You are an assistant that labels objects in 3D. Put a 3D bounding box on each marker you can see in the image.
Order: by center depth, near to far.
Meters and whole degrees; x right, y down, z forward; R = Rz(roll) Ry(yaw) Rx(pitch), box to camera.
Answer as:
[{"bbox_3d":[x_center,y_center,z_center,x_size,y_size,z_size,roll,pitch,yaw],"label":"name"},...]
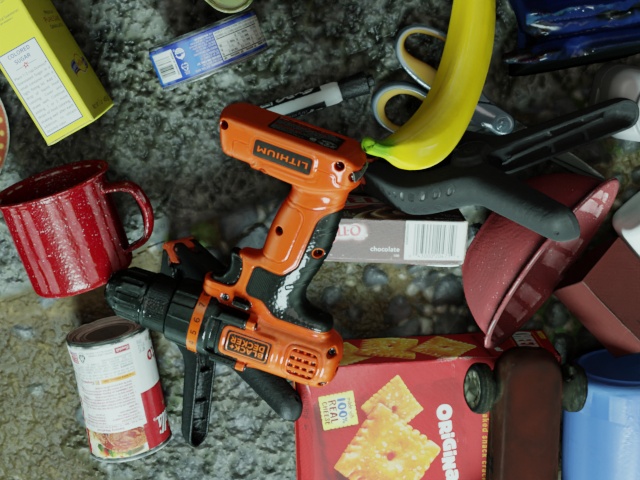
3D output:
[{"bbox_3d":[-0.015,-0.107,0.835,0.121,0.020,0.020,-18,104,3],"label":"marker"}]

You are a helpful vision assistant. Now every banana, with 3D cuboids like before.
[{"bbox_3d":[0.094,-0.120,0.782,0.037,0.197,0.069,9,148,34],"label":"banana"}]

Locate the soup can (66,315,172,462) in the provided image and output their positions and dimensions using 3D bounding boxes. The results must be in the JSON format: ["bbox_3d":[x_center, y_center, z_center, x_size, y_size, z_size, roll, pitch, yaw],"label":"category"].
[{"bbox_3d":[-0.164,0.119,0.866,0.068,0.068,0.102,-9,104,1],"label":"soup can"}]

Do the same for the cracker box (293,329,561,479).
[{"bbox_3d":[0.086,0.164,0.882,0.213,0.072,0.164,-2,105,-2],"label":"cracker box"}]

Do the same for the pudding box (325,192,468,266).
[{"bbox_3d":[0.051,-0.011,0.825,0.113,0.090,0.039,3,106,-3],"label":"pudding box"}]

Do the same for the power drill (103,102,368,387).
[{"bbox_3d":[-0.055,0.001,0.765,0.184,0.057,0.188,18,113,4],"label":"power drill"}]

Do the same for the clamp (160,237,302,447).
[{"bbox_3d":[-0.078,0.079,0.848,0.120,0.039,0.171,-11,96,28],"label":"clamp"}]

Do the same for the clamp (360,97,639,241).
[{"bbox_3d":[0.124,-0.057,0.788,0.210,0.164,0.036,5,127,39],"label":"clamp"}]

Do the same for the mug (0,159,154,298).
[{"bbox_3d":[-0.183,-0.011,0.820,0.117,0.093,0.081,-13,109,10],"label":"mug"}]

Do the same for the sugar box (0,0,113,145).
[{"bbox_3d":[-0.219,-0.161,0.778,0.048,0.093,0.176,-26,104,5],"label":"sugar box"}]

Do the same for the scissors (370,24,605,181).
[{"bbox_3d":[0.124,-0.084,0.846,0.201,0.016,0.096,43,101,-11],"label":"scissors"}]

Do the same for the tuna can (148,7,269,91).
[{"bbox_3d":[-0.083,-0.142,0.790,0.086,0.086,0.034,-21,103,4],"label":"tuna can"}]

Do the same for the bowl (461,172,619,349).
[{"bbox_3d":[0.158,0.004,0.818,0.055,0.162,0.162,39,102,20],"label":"bowl"}]
